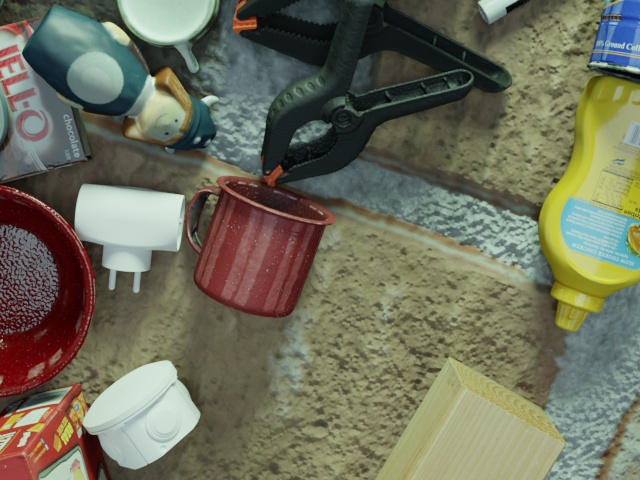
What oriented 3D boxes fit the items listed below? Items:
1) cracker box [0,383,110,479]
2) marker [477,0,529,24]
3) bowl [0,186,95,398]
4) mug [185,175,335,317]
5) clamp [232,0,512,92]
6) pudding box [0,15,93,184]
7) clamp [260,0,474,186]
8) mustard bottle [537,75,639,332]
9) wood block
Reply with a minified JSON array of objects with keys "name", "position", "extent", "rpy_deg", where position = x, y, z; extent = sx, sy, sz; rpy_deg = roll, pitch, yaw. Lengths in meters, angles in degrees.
[{"name":"cracker box","position":[-0.196,0.234,0.789],"extent":[0.072,0.164,0.214],"rpy_deg":[-15,99,2]},{"name":"marker","position":[0.175,-0.201,0.802],"extent":[0.121,0.020,0.020],"rpy_deg":[-29,99,3]},{"name":"bowl","position":[-0.247,0.035,0.811],"extent":[0.162,0.055,0.162],"rpy_deg":[0,99,-1]},{"name":"mug","position":[-0.055,0.001,0.801],"extent":[0.117,0.093,0.081],"rpy_deg":[26,104,25]},{"name":"clamp","position":[0.043,-0.164,0.780],"extent":[0.210,0.036,0.164],"rpy_deg":[-8,131,13]},{"name":"pudding box","position":[-0.229,-0.103,0.798],"extent":[0.090,0.039,0.113],"rpy_deg":[-14,99,1]},{"name":"clamp","position":[0.013,-0.108,0.778],"extent":[0.172,0.039,0.120],"rpy_deg":[-33,119,17]},{"name":"mustard bottle","position":[0.220,-0.022,0.812],"extent":[0.096,0.058,0.192],"rpy_deg":[18,98,-5]},{"name":"wood block","position":[0.091,0.209,0.830],"extent":[0.091,0.090,0.206],"rpy_deg":[29,98,-6]}]
